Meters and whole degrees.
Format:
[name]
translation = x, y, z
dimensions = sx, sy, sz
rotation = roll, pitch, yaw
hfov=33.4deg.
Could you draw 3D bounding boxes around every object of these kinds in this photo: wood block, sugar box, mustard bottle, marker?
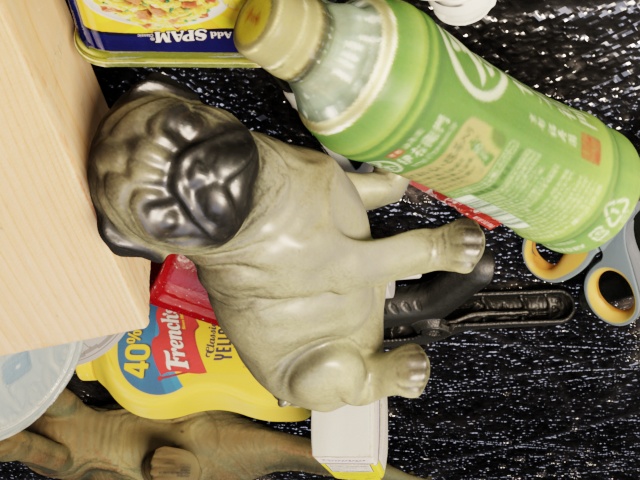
[wood block]
translation = -0.152, -0.048, 0.502
dimensions = 0.091, 0.090, 0.206
rotation = -11, 135, 4
[sugar box]
translation = 0.022, 0.116, 0.756
dimensions = 0.048, 0.093, 0.176
rotation = -2, 162, 8
[mustard bottle]
translation = -0.099, 0.081, 0.773
dimensions = 0.191, 0.096, 0.058
rotation = -1, 150, 6
[marker]
translation = -0.001, -0.068, 0.582
dimensions = 0.020, 0.020, 0.121
rotation = -10, 148, 21

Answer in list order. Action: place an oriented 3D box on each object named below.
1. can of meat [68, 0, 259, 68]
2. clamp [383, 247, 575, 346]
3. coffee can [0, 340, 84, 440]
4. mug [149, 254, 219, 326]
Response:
[can of meat]
translation = -0.063, -0.123, 0.455
dimensions = 0.102, 0.057, 0.084
rotation = 1, 149, 3
[clamp]
translation = 0.080, 0.045, 0.751
dimensions = 0.172, 0.039, 0.120
rotation = -15, 146, 28
[coffee can]
translation = -0.230, 0.045, 0.653
dimensions = 0.140, 0.102, 0.103
rotation = 28, 161, 27
[mug]
translation = -0.054, 0.001, 0.651
dimensions = 0.081, 0.093, 0.117
rotation = 18, 116, -17
